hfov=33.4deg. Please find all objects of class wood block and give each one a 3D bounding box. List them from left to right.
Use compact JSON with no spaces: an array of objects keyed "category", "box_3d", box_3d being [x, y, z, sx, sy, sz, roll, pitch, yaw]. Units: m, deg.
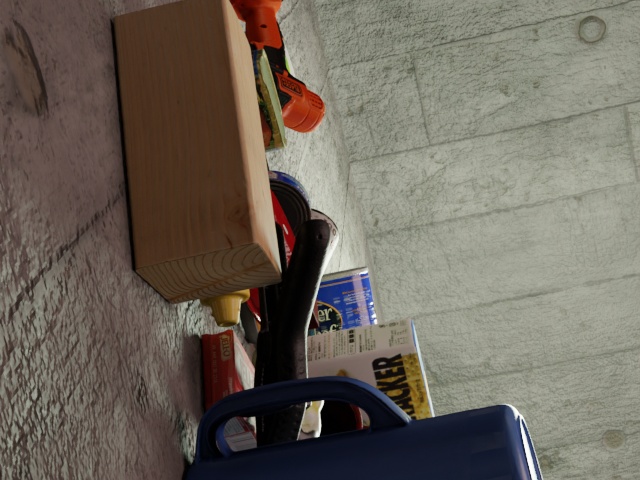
[{"category":"wood block","box_3d":[-0.092,-0.069,0.803,0.090,0.091,0.206,63,17,-68]}]

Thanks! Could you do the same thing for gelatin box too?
[{"category":"gelatin box","box_3d":[-0.072,0.127,0.894,0.089,0.030,0.073,71,10,-53]}]

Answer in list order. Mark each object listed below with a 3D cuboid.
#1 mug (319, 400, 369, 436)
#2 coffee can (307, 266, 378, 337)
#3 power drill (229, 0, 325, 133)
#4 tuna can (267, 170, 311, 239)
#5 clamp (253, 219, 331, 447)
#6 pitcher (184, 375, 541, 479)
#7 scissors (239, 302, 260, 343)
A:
[{"category":"mug","box_3d":[0.013,0.208,1.147,0.081,0.117,0.093,76,17,-66]},{"category":"coffee can","box_3d":[0.029,0.114,1.492,0.102,0.103,0.140,-8,86,-83]},{"category":"power drill","box_3d":[-0.082,-0.212,1.135,0.184,0.057,0.188,21,46,-48]},{"category":"tuna can","box_3d":[-0.052,-0.029,1.109,0.033,0.086,0.086,-90,167,-67]},{"category":"clamp","box_3d":[-0.028,0.079,0.841,0.165,0.036,0.210,158,-65,-73]},{"category":"pitcher","box_3d":[0.030,0.182,0.750,0.145,0.243,0.149,-93,162,-46]},{"category":"scissors","box_3d":[-0.081,0.047,1.032,0.201,0.016,0.096,51,27,-76]}]
